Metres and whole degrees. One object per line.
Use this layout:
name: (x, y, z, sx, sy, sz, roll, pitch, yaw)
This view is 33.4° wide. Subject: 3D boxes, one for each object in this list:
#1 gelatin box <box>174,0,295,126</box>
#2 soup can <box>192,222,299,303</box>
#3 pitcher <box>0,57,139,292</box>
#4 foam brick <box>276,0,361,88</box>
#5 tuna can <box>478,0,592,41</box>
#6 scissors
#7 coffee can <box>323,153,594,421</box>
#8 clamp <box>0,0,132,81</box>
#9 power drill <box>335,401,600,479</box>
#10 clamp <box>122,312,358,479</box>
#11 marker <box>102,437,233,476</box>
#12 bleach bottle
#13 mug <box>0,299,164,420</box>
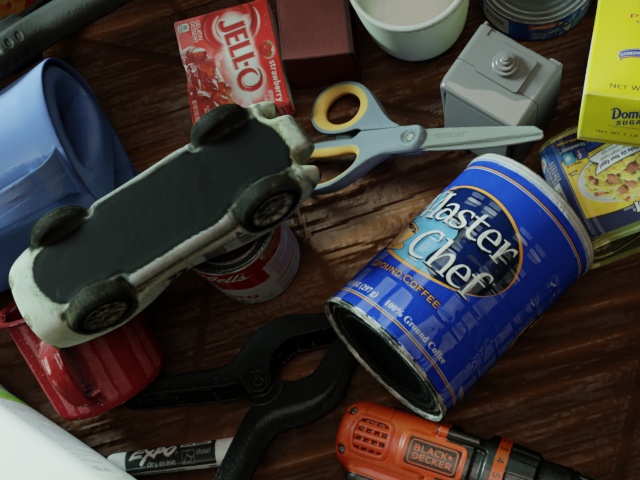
gelatin box: (-0.063, -0.128, 0.789, 0.073, 0.030, 0.089, -13, 74, 6)
soup can: (-0.055, 0.001, 0.717, 0.068, 0.102, 0.068, -2, 76, 9)
pitcher: (-0.253, -0.013, 0.731, 0.243, 0.149, 0.145, -26, 61, 9)
foam brick: (-0.001, -0.157, 0.774, 0.051, 0.053, 0.078, -8, 74, 8)
tuna can: (0.154, -0.187, 0.764, 0.086, 0.033, 0.086, -2, 75, 9)
scissors: (0.058, -0.082, 0.720, 0.202, 0.016, 0.096, -15, 57, 34)
coffee can: (0.087, 0.028, 0.672, 0.140, 0.103, 0.103, -43, 73, -14)
clamp: (-0.214, -0.140, 0.748, 0.209, 0.165, 0.036, -37, 113, -16)
power drill: (0.077, 0.210, 0.666, 0.185, 0.057, 0.187, 16, 76, 17)
clamp: (-0.038, 0.111, 0.708, 0.171, 0.039, 0.120, -28, 62, -2)
marker: (-0.114, 0.151, 0.733, 0.121, 0.020, 0.020, -9, 75, 8)
bleach bottle: (-0.207, 0.135, 0.708, 0.251, 0.102, 0.068, 28, 79, 34)
mug: (-0.156, 0.069, 0.704, 0.093, 0.117, 0.081, -25, 106, 5)
